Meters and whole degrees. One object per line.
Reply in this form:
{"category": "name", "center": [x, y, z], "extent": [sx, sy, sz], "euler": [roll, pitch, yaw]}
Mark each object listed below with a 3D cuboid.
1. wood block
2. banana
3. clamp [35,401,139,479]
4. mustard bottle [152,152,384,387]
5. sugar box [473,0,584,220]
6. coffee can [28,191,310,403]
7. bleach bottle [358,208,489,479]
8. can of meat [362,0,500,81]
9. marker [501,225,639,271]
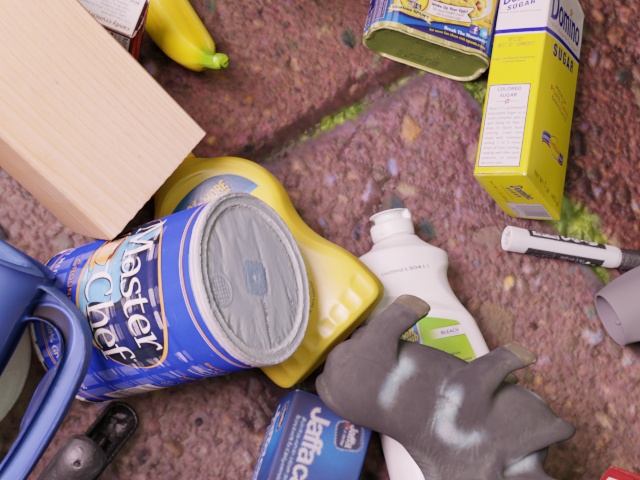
{"category": "wood block", "center": [-0.180, -0.103, 0.631], "extent": [0.206, 0.090, 0.090], "euler": [46, 73, -23]}
{"category": "banana", "center": [-0.119, -0.195, 0.756], "extent": [0.037, 0.070, 0.198], "euler": [-25, 83, -37]}
{"category": "clamp", "center": [-0.180, 0.181, 0.631], "extent": [0.036, 0.164, 0.210], "euler": [39, 93, 0]}
{"category": "mustard bottle", "center": [-0.055, 0.001, 0.718], "extent": [0.192, 0.058, 0.096], "euler": [45, 99, 10]}
{"category": "sugar box", "center": [0.159, -0.112, 0.796], "extent": [0.048, 0.093, 0.176], "euler": [4, 73, 29]}
{"category": "coffee can", "center": [-0.092, 0.038, 0.649], "extent": [0.102, 0.141, 0.103], "euler": [29, 54, -48]}
{"category": "bleach bottle", "center": [0.085, 0.099, 0.741], "extent": [0.102, 0.068, 0.251], "euler": [-9, 77, -17]}
{"category": "can of meat", "center": [0.088, -0.178, 0.813], "extent": [0.102, 0.057, 0.084], "euler": [16, 74, -11]}
{"category": "marker", "center": [0.197, 0.008, 0.815], "extent": [0.121, 0.020, 0.020], "euler": [10, 74, -12]}
